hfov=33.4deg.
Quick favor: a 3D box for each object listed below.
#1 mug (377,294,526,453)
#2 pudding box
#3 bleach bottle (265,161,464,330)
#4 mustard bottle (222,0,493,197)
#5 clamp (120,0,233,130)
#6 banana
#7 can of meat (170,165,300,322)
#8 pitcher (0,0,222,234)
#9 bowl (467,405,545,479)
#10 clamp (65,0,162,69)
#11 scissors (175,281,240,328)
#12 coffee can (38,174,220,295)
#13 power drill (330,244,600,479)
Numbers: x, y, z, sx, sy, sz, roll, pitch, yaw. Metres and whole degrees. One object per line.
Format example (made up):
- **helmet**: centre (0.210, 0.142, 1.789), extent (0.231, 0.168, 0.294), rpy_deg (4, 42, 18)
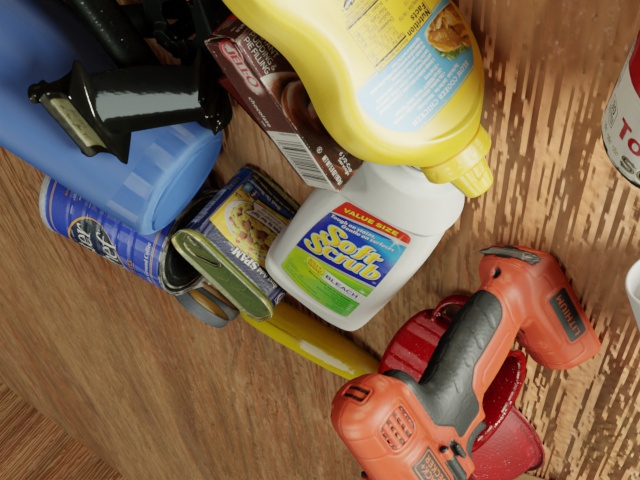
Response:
- **mug**: centre (0.100, 0.095, 0.814), extent (0.082, 0.093, 0.117), rpy_deg (31, 125, 32)
- **pudding box**: centre (0.000, -0.098, 0.606), extent (0.039, 0.090, 0.113), rpy_deg (14, 146, 50)
- **bleach bottle**: centre (0.032, -0.018, 0.736), extent (0.102, 0.068, 0.251), rpy_deg (38, 155, 5)
- **mustard bottle**: centre (0.031, -0.097, 0.550), extent (0.191, 0.096, 0.058), rpy_deg (50, 155, -22)
- **clamp**: centre (-0.102, -0.150, 0.738), extent (0.120, 0.039, 0.172), rpy_deg (35, 156, 4)
- **banana**: centre (-0.017, 0.089, 1.039), extent (0.198, 0.037, 0.069), rpy_deg (27, -177, 35)
- **can of meat**: centre (-0.056, 0.001, 0.874), extent (0.102, 0.083, 0.058), rpy_deg (44, 157, -7)
- **pitcher**: centre (-0.202, -0.112, 0.859), extent (0.243, 0.149, 0.145), rpy_deg (35, 127, 5)
- **bowl**: centre (0.117, 0.172, 0.951), extent (0.162, 0.055, 0.162), rpy_deg (34, 156, 17)
- **clamp**: centre (-0.185, -0.193, 0.697), extent (0.165, 0.036, 0.210), rpy_deg (32, 160, 21)
- **scissors**: centre (-0.163, 0.031, 1.062), extent (0.201, 0.016, 0.096), rpy_deg (32, -170, -20)
- **coffee can**: centre (-0.166, -0.026, 0.959), extent (0.140, 0.102, 0.103), rpy_deg (26, 153, 21)
- **power drill**: centre (0.106, 0.110, 0.690), extent (0.057, 0.187, 0.184), rpy_deg (9, 140, 49)
